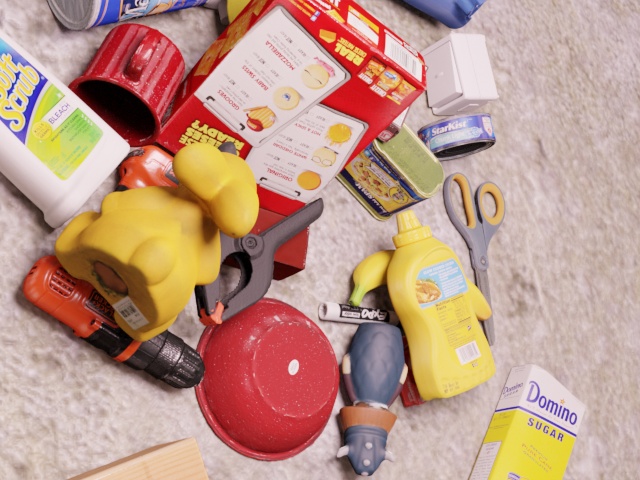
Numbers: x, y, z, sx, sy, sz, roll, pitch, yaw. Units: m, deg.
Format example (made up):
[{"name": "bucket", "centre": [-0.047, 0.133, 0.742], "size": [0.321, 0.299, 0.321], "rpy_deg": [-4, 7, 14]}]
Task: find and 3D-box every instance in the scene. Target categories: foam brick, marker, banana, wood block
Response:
[{"name": "foam brick", "centre": [-0.057, 0.001, 1.052], "size": [0.078, 0.053, 0.051], "rpy_deg": [18, 67, -29]}, {"name": "marker", "centre": [0.053, 0.080, 1.124], "size": [0.120, 0.020, 0.020], "rpy_deg": [10, 71, -32]}, {"name": "banana", "centre": [0.106, 0.046, 1.160], "size": [0.197, 0.037, 0.069], "rpy_deg": [8, 78, -32]}, {"name": "wood block", "centre": [-0.194, 0.239, 0.866], "size": [0.205, 0.090, 0.091], "rpy_deg": [-15, 84, -36]}]

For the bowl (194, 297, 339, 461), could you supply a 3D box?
[{"name": "bowl", "centre": [-0.038, 0.128, 1.026], "size": [0.161, 0.055, 0.162], "rpy_deg": [11, 70, -31]}]

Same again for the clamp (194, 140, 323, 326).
[{"name": "clamp", "centre": [-0.077, -0.005, 0.986], "size": [0.120, 0.039, 0.171], "rpy_deg": [37, 61, -12]}]

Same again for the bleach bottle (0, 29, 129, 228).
[{"name": "bleach bottle", "centre": [-0.291, -0.130, 0.929], "size": [0.250, 0.068, 0.102], "rpy_deg": [43, 56, -14]}]

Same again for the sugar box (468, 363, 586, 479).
[{"name": "sugar box", "centre": [0.228, 0.232, 1.181], "size": [0.093, 0.048, 0.176], "rpy_deg": [39, 59, -18]}]

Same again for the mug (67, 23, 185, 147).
[{"name": "mug", "centre": [-0.173, -0.152, 0.985], "size": [0.093, 0.117, 0.081], "rpy_deg": [27, 57, -8]}]

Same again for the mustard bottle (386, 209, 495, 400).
[{"name": "mustard bottle", "centre": [0.116, 0.062, 1.102], "size": [0.096, 0.058, 0.191], "rpy_deg": [-17, 89, -41]}]

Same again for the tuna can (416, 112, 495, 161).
[{"name": "tuna can", "centre": [0.155, -0.117, 1.210], "size": [0.085, 0.086, 0.034], "rpy_deg": [-7, 81, -35]}]

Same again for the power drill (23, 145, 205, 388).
[{"name": "power drill", "centre": [-0.155, 0.022, 0.977], "size": [0.184, 0.057, 0.187], "rpy_deg": [37, 58, -23]}]

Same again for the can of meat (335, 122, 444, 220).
[{"name": "can of meat", "centre": [0.071, -0.078, 1.143], "size": [0.102, 0.084, 0.057], "rpy_deg": [46, 56, -14]}]

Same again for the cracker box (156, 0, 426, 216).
[{"name": "cracker box", "centre": [-0.030, -0.138, 1.011], "size": [0.164, 0.214, 0.072], "rpy_deg": [33, 36, -22]}]

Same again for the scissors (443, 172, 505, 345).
[{"name": "scissors", "centre": [0.197, 0.014, 1.243], "size": [0.096, 0.016, 0.202], "rpy_deg": [-16, 85, -36]}]

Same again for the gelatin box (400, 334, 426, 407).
[{"name": "gelatin box", "centre": [0.117, 0.130, 1.145], "size": [0.089, 0.030, 0.073], "rpy_deg": [-16, 85, -37]}]

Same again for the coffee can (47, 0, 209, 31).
[{"name": "coffee can", "centre": [-0.181, -0.262, 1.016], "size": [0.140, 0.103, 0.103], "rpy_deg": [-21, 89, -37]}]
